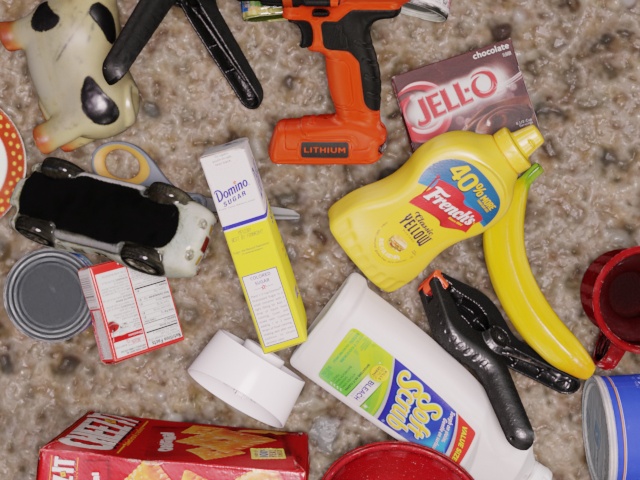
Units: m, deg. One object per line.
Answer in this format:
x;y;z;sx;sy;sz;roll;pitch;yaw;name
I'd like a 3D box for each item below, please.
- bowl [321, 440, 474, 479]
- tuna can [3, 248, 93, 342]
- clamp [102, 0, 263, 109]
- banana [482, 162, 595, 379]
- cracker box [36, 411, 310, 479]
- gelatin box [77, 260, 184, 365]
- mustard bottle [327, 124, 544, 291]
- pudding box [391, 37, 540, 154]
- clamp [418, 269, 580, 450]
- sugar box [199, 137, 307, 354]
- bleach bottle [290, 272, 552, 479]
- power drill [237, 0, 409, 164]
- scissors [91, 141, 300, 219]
0.068;0.260;0.939;0.162;0.055;0.162;4;110;12;bowl
-0.243;0.049;0.976;0.086;0.034;0.086;0;92;2;tuna can
-0.116;-0.216;0.938;0.036;0.164;0.210;-15;70;43;clamp
0.185;0.032;0.946;0.070;0.037;0.198;-17;80;22;banana
-0.117;0.199;0.913;0.213;0.164;0.072;6;91;1;cracker box
-0.170;0.059;0.958;0.073;0.030;0.089;-17;93;-37;gelatin box
0.107;-0.039;0.923;0.192;0.058;0.096;-34;116;16;mustard bottle
0.129;-0.119;0.955;0.113;0.039;0.090;-18;92;3;pudding box
0.147;0.102;0.934;0.171;0.120;0.039;41;124;4;clamp
-0.056;0.001;0.927;0.048;0.093;0.176;-15;100;1;sugar box
0.101;0.141;0.946;0.251;0.068;0.103;35;120;-1;bleach bottle
-0.011;-0.159;0.911;0.184;0.057;0.188;2;119;6;power drill
-0.125;-0.052;0.977;0.202;0.016;0.096;-9;92;2;scissors
